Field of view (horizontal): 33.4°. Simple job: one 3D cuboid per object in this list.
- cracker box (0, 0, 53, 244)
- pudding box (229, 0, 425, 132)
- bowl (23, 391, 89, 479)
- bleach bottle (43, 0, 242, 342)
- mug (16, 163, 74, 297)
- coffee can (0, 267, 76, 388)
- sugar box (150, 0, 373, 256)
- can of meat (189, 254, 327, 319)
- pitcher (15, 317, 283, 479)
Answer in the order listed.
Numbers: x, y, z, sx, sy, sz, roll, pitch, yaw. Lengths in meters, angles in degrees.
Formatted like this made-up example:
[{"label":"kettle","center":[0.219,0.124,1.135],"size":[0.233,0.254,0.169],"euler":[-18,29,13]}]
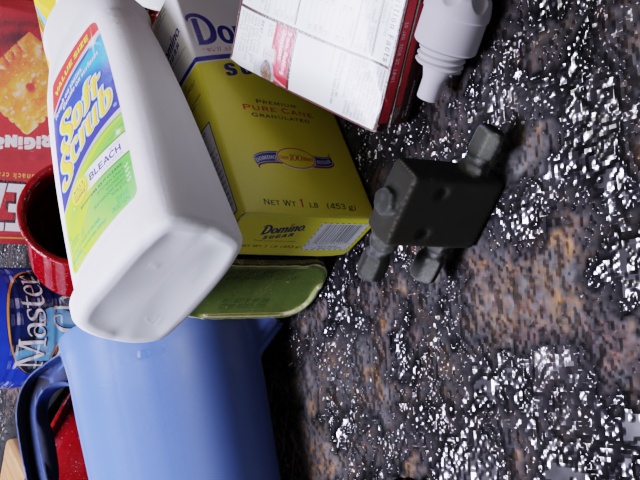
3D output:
[{"label":"cracker box","center":[-0.268,-0.105,0.934],"size":[0.072,0.163,0.214],"euler":[19,104,57]},{"label":"pudding box","center":[0.007,-0.123,0.596],"size":[0.114,0.039,0.090],"euler":[28,121,26]},{"label":"bowl","center":[-0.164,0.143,0.821],"size":[0.162,0.055,0.162],"euler":[-61,-2,-3]},{"label":"bleach bottle","center":[-0.125,-0.067,0.635],"size":[0.103,0.068,0.251],"euler":[-47,48,26]},{"label":"mug","center":[-0.184,-0.012,0.855],"size":[0.093,0.117,0.082],"euler":[46,154,12]},{"label":"coffee can","center":[-0.240,0.073,0.902],"size":[0.103,0.140,0.103],"euler":[-5,84,56]},{"label":"sugar box","center":[-0.038,-0.074,0.651],"size":[0.048,0.093,0.176],"euler":[-48,51,43]},{"label":"can of meat","center":[-0.054,0.001,0.666],"size":[0.058,0.101,0.084],"euler":[-57,46,37]},{"label":"pitcher","center":[-0.094,0.166,0.685],"size":[0.149,0.144,0.243],"euler":[-32,65,48]}]
